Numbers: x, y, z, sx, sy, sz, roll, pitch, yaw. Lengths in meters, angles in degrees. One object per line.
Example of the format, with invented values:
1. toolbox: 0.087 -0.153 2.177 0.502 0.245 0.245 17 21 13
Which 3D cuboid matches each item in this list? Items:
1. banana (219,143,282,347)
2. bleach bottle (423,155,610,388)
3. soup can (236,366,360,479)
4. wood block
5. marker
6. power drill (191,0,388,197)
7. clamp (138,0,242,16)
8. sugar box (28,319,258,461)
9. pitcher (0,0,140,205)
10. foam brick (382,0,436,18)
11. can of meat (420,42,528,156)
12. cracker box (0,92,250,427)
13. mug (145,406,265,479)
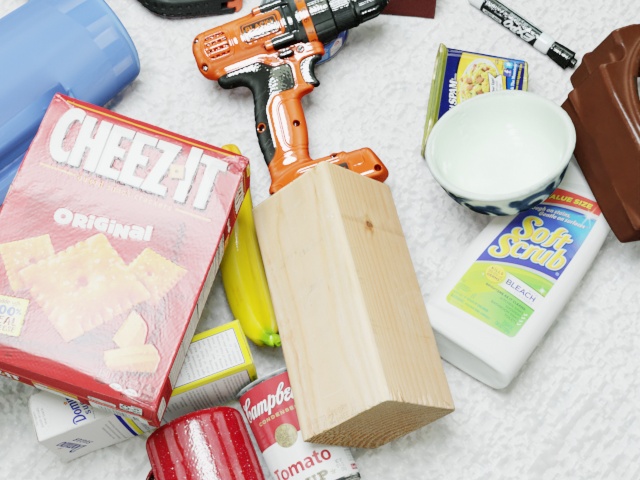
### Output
1. banana: -0.063 0.014 0.920 0.037 0.070 0.198 -1 60 -30
2. bleach bottle: 0.185 0.000 0.922 0.103 0.068 0.250 32 71 14
3. soup can: -0.018 0.159 0.865 0.068 0.068 0.102 -23 72 -7
4. wood block: 0.024 0.053 0.860 0.090 0.090 0.206 -33 58 33
5. marker: 0.193 -0.202 1.016 0.121 0.020 0.020 39 75 13
6. power drill: -0.004 -0.130 0.951 0.184 0.057 0.188 -20 81 4
7. clamp: -0.170 -0.280 1.041 0.210 0.036 0.164 16 65 3
8. sugar box: -0.139 0.123 0.866 0.176 0.093 0.048 -17 69 -6
9. pitcher: -0.276 -0.117 0.937 0.242 0.145 0.149 -40 94 -15
10. foam brick: 0.074 -0.250 1.018 0.078 0.053 0.051 6 70 3
11. can of meat: 0.141 -0.122 0.969 0.084 0.057 0.102 10 71 2
12. cracker box: -0.163 0.013 0.812 0.164 0.072 0.213 19 71 0
13. mug: -0.098 0.190 0.851 0.117 0.093 0.081 -35 64 29
